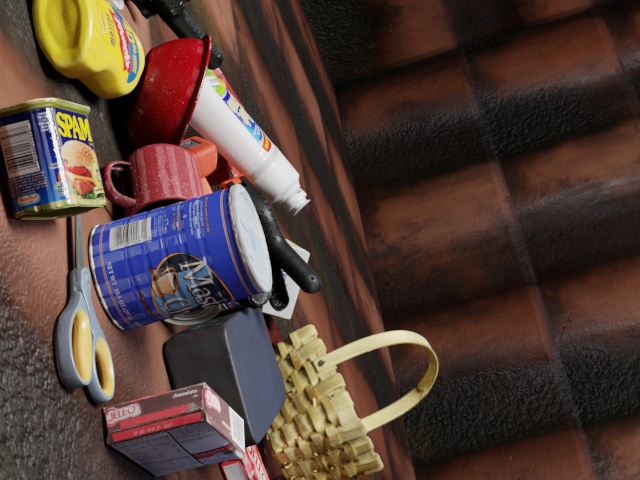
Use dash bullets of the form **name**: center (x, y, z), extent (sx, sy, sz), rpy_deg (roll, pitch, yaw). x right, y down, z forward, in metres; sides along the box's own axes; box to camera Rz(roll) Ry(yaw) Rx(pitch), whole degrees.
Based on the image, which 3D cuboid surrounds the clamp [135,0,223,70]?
- **clamp**: center (-0.176, -0.263, 1.174), extent (0.164, 0.036, 0.210), rpy_deg (39, -6, 0)

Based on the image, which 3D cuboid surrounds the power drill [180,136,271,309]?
- **power drill**: center (-0.121, -0.019, 1.222), extent (0.185, 0.057, 0.187), rpy_deg (27, -43, 64)

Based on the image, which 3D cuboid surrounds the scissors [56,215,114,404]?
- **scissors**: center (-0.194, 0.052, 0.895), extent (0.202, 0.016, 0.096), rpy_deg (-97, 170, -47)

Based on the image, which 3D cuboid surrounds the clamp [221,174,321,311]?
- **clamp**: center (-0.058, 0.002, 1.239), extent (0.120, 0.039, 0.171), rpy_deg (-17, -78, 56)

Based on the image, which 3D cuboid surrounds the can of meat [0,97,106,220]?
- **can of meat**: center (-0.212, -0.062, 0.839), extent (0.102, 0.057, 0.084), rpy_deg (-10, 87, -82)

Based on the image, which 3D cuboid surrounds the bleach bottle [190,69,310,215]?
- **bleach bottle**: center (-0.107, -0.132, 1.300), extent (0.251, 0.068, 0.102), rpy_deg (47, 12, 1)

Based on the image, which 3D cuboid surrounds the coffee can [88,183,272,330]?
- **coffee can**: center (-0.126, 0.016, 0.978), extent (0.102, 0.140, 0.103), rpy_deg (-16, 90, -82)

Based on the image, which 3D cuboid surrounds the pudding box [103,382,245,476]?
- **pudding box**: center (-0.122, 0.163, 0.912), extent (0.113, 0.090, 0.039), rpy_deg (63, 16, -59)

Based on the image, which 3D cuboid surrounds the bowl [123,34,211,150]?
- **bowl**: center (-0.171, -0.154, 1.147), extent (0.162, 0.055, 0.162), rpy_deg (-162, -90, -72)

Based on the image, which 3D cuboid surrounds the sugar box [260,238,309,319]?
- **sugar box**: center (-0.062, 0.045, 1.442), extent (0.176, 0.048, 0.093), rpy_deg (-155, -99, -80)

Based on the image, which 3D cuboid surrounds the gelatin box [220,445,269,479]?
- **gelatin box**: center (-0.083, 0.265, 1.209), extent (0.073, 0.030, 0.089), rpy_deg (-86, 159, -69)

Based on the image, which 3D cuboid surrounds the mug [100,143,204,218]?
- **mug**: center (-0.167, -0.045, 1.063), extent (0.117, 0.093, 0.081), rpy_deg (18, 42, -36)

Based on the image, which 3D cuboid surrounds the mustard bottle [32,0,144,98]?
- **mustard bottle**: center (-0.217, -0.191, 1.050), extent (0.191, 0.058, 0.096), rpy_deg (35, 42, -79)
